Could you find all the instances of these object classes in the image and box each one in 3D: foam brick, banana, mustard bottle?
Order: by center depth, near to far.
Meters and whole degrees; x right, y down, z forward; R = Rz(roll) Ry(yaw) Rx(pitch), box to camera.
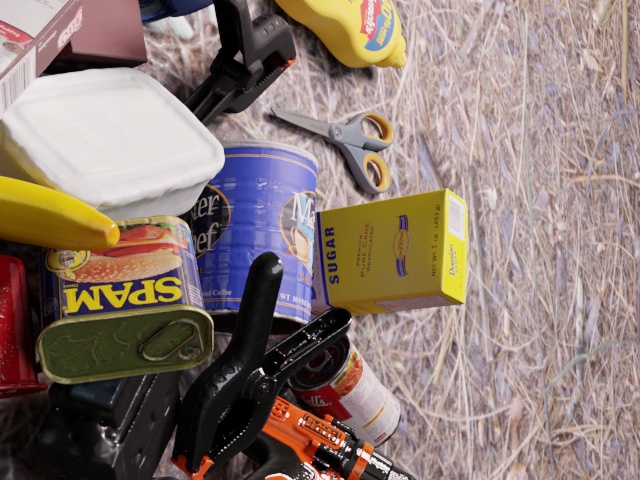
[{"bbox_3d":[-0.218,-0.020,0.626,0.197,0.070,0.037,8,109,-14],"label":"banana"},{"bbox_3d":[-0.173,-0.151,0.774,0.078,0.053,0.051,-6,87,-54],"label":"foam brick"},{"bbox_3d":[0.029,-0.229,1.068,0.191,0.058,0.096,36,56,-45],"label":"mustard bottle"}]

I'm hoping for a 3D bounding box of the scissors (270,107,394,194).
[{"bbox_3d":[0.019,-0.088,1.060,0.201,0.016,0.096,-13,93,-54],"label":"scissors"}]

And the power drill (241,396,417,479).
[{"bbox_3d":[-0.007,0.210,0.799,0.057,0.184,0.187,-66,174,31],"label":"power drill"}]

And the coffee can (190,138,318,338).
[{"bbox_3d":[-0.056,0.001,0.860,0.102,0.103,0.140,22,65,-50],"label":"coffee can"}]

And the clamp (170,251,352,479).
[{"bbox_3d":[-0.044,0.098,0.782,0.120,0.039,0.171,27,95,-44],"label":"clamp"}]

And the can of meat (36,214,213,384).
[{"bbox_3d":[-0.122,0.034,0.654,0.057,0.102,0.084,95,-15,-45],"label":"can of meat"}]

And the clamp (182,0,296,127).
[{"bbox_3d":[-0.076,-0.133,0.880,0.036,0.165,0.209,36,19,7],"label":"clamp"}]

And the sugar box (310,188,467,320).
[{"bbox_3d":[0.041,0.015,0.928,0.048,0.177,0.093,30,59,-50],"label":"sugar box"}]

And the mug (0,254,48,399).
[{"bbox_3d":[-0.207,0.055,0.650,0.117,0.093,0.081,5,74,-52],"label":"mug"}]

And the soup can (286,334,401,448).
[{"bbox_3d":[0.022,0.137,0.968,0.102,0.069,0.068,53,44,-35],"label":"soup can"}]

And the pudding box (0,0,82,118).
[{"bbox_3d":[-0.217,-0.137,0.682,0.039,0.090,0.113,110,5,-48],"label":"pudding box"}]
